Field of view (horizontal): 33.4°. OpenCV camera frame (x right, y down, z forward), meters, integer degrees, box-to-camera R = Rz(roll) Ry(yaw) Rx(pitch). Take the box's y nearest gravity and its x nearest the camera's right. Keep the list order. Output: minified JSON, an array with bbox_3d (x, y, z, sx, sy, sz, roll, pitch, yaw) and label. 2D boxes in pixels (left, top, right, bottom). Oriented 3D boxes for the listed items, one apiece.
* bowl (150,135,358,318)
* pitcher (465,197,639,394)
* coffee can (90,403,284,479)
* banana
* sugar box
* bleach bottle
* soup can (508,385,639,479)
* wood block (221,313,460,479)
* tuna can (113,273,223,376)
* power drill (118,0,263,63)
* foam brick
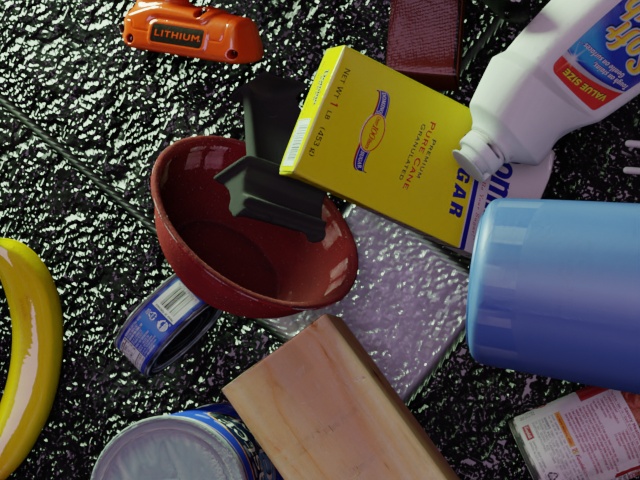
[{"bbox_3d":[-0.055,0.001,0.750,0.162,0.161,0.055,45,125,10],"label":"bowl"},{"bbox_3d":[0.220,0.040,0.668,0.243,0.149,0.145,7,42,15],"label":"pitcher"},{"bbox_3d":[-0.084,0.166,0.727,0.103,0.140,0.103,-1,85,9],"label":"coffee can"},{"bbox_3d":[-0.228,0.084,0.801,0.069,0.037,0.198,-3,93,-21],"label":"banana"},{"bbox_3d":[0.069,-0.054,0.732,0.176,0.048,0.093,23,89,-16],"label":"sugar box"},{"bbox_3d":[0.190,-0.129,0.711,0.250,0.102,0.068,-44,35,-6],"label":"bleach bottle"},{"bbox_3d":[0.188,0.133,0.723,0.102,0.068,0.068,-25,82,7],"label":"soup can"},{"bbox_3d":[0.035,0.160,0.734,0.090,0.090,0.206,-37,80,3],"label":"wood block"},{"bbox_3d":[-0.105,0.058,0.768,0.034,0.086,0.086,44,93,9],"label":"tuna can"},{"bbox_3d":[-0.072,-0.225,0.767,0.185,0.057,0.188,12,105,22],"label":"power drill"},{"bbox_3d":[0.077,-0.151,0.774,0.051,0.053,0.078,4,84,9],"label":"foam brick"}]
